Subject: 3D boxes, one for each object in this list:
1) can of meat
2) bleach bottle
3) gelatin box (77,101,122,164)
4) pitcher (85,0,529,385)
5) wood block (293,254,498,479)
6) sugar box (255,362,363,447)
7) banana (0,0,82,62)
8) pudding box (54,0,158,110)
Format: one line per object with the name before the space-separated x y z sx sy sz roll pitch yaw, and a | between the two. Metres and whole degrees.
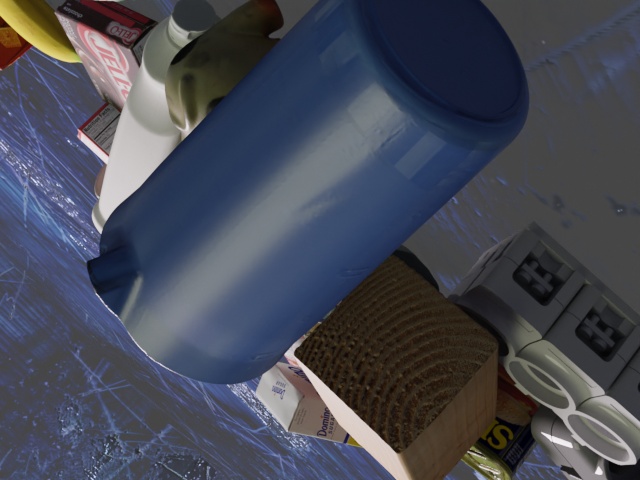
can of meat | 0.131 0.130 0.843 0.102 0.084 0.057 34 161 22
bleach bottle | -0.114 -0.084 0.788 0.068 0.102 0.251 38 151 6
gelatin box | -0.161 -0.091 0.956 0.089 0.073 0.030 42 162 -1
pitcher | -0.001 -0.032 0.565 0.145 0.149 0.243 38 133 -12
wood block | 0.059 0.100 0.717 0.091 0.090 0.206 41 170 21
sugar box | 0.034 0.168 1.052 0.176 0.048 0.093 19 -173 -27
banana | -0.272 -0.226 0.943 0.197 0.037 0.070 47 144 -19
pudding box | -0.158 -0.146 0.878 0.090 0.039 0.113 30 160 29
